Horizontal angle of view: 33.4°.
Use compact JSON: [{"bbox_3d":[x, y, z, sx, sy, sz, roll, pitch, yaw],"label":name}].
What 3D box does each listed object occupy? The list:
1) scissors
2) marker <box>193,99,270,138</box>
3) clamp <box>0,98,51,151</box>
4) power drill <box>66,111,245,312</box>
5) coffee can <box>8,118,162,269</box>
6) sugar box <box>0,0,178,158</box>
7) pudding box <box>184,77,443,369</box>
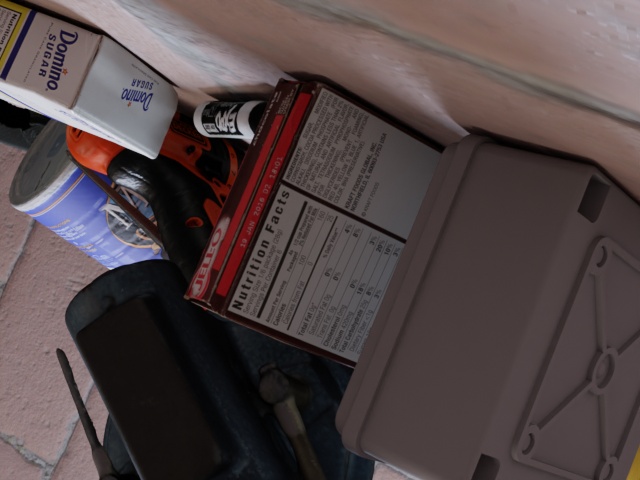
[{"bbox_3d":[-0.084,0.022,0.656,0.201,0.016,0.096,37,-160,-14],"label":"scissors"},{"bbox_3d":[-0.036,-0.056,0.494,0.020,0.020,0.121,25,177,-21],"label":"marker"},{"bbox_3d":[-0.207,-0.081,0.812,0.171,0.120,0.039,29,-144,-14],"label":"clamp"},{"bbox_3d":[-0.054,0.001,0.649,0.184,0.057,0.188,19,-151,-51],"label":"power drill"},{"bbox_3d":[-0.132,-0.029,0.757,0.140,0.103,0.103,38,171,-29],"label":"coffee can"},{"bbox_3d":[-0.169,-0.100,0.560,0.176,0.048,0.093,20,176,19],"label":"sugar box"},{"bbox_3d":[0.017,0.003,0.404,0.113,0.090,0.039,25,177,-28],"label":"pudding box"}]
